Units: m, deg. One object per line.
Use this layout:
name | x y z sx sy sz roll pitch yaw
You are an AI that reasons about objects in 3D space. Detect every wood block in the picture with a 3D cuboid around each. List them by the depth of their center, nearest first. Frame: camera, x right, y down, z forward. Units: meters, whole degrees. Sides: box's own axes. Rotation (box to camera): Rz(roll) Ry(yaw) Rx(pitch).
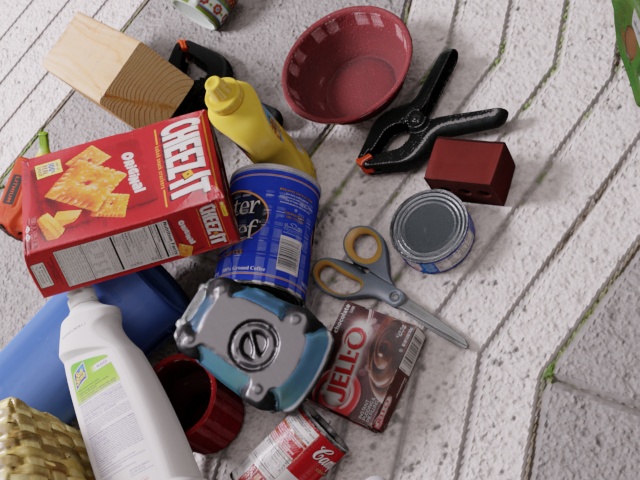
wood block | -0.258 -0.209 1.333 0.090 0.090 0.206 -55 39 -1

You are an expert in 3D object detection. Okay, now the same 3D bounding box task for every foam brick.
foam brick | 0.158 -0.073 1.124 0.078 0.053 0.051 8 68 30

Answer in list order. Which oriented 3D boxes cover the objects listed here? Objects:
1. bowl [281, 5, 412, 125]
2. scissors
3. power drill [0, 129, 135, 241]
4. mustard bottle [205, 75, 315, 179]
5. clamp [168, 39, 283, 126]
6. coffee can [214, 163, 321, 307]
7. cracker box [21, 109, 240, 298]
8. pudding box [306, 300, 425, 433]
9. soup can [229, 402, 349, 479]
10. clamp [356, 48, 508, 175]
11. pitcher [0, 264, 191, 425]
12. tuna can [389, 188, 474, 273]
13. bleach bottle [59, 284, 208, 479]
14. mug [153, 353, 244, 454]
bowl | 0.038 -0.192 1.241 0.162 0.055 0.162 -11 61 20
scissors | 0.082 0.042 1.123 0.202 0.016 0.096 16 73 31
power drill | -0.306 -0.061 1.338 0.188 0.057 0.184 6 68 28
mustard bottle | -0.073 -0.122 1.175 0.058 0.191 0.096 -36 55 5
clamp | -0.155 -0.173 1.324 0.164 0.036 0.210 -27 51 -5
coffee can | -0.058 0.001 1.159 0.103 0.102 0.140 -4 64 24
cracker box | -0.205 -0.044 1.128 0.213 0.072 0.164 -17 43 -1
pudding box | 0.044 0.128 1.084 0.090 0.039 0.113 19 74 32
soup can | -0.031 0.219 1.056 0.102 0.068 0.069 -44 55 0
clamp | 0.120 -0.125 1.178 0.171 0.039 0.120 -45 50 3
pitcher | -0.259 0.122 1.186 0.243 0.145 0.149 -44 28 4
tuna can | 0.118 -0.009 1.122 0.086 0.033 0.086 -11 61 20
bleach bottle | -0.196 0.155 1.060 0.103 0.068 0.251 -31 67 17
mug | -0.136 0.186 1.115 0.093 0.081 0.117 13 71 30
